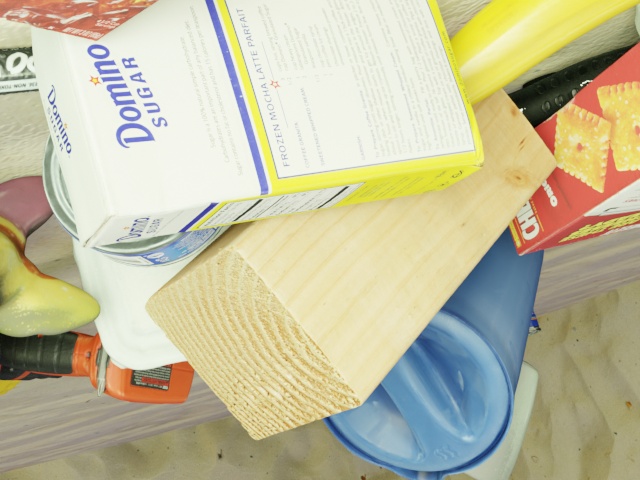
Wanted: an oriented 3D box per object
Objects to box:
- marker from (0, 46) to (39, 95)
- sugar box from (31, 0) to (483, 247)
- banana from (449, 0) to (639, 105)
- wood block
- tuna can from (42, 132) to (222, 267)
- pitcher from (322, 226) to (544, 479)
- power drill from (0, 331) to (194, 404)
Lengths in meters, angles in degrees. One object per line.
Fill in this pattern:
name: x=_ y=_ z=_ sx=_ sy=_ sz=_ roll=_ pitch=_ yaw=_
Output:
marker: x=-0.112 y=-0.070 z=0.432 sx=0.120 sy=0.020 sz=0.020 roll=-11 pitch=167 yaw=-30
sugar box: x=-0.022 y=-0.057 z=0.439 sx=0.175 sy=0.093 sz=0.048 roll=-10 pitch=167 yaw=-29
banana: x=0.121 y=-0.108 z=0.492 sx=0.198 sy=0.069 sz=0.037 roll=-31 pitch=125 yaw=28
wood block: x=0.022 y=-0.006 z=0.543 sx=0.091 sy=0.090 sz=0.205 roll=-30 pitch=-169 yaw=50
tuna can: x=-0.082 y=-0.032 z=0.488 sx=0.086 sy=0.086 sz=0.033 roll=-18 pitch=167 yaw=5
pitcher: x=0.091 y=0.040 z=0.767 sx=0.149 sy=0.145 sz=0.242 roll=-49 pitch=-178 yaw=32
power drill: x=-0.195 y=0.090 z=0.829 sx=0.188 sy=0.057 sz=0.184 roll=2 pitch=171 yaw=24
